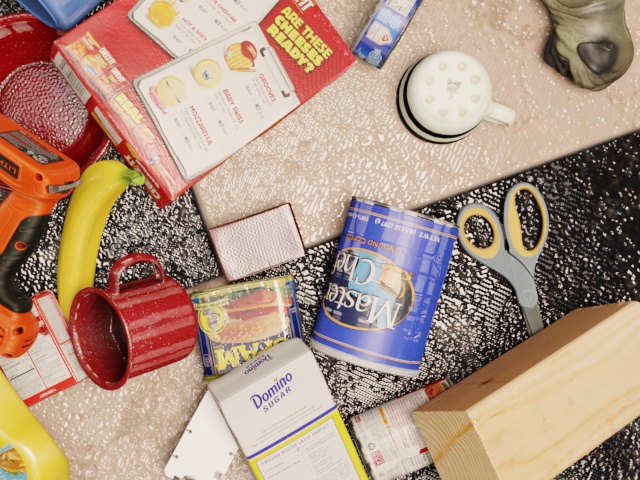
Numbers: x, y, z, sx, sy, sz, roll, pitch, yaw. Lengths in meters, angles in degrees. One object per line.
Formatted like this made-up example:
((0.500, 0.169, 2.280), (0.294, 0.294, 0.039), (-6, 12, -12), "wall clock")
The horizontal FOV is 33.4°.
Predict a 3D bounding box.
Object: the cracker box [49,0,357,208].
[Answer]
((-0.102, -0.156, 0.934), (0.213, 0.072, 0.164), (-39, 98, -18), "cracker box")

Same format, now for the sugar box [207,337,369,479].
((-0.023, 0.180, 0.950), (0.093, 0.048, 0.176), (-28, 114, -13), "sugar box")

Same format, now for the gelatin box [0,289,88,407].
((-0.260, 0.099, 0.977), (0.073, 0.030, 0.089), (-27, 91, 25), "gelatin box")

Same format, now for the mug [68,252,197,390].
((-0.164, 0.066, 0.947), (0.093, 0.081, 0.117), (18, 113, 41), "mug")

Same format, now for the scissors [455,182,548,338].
((0.175, 0.046, 1.003), (0.096, 0.016, 0.202), (1, 91, 1), "scissors")

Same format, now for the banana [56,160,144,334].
((-0.208, -0.003, 0.955), (0.037, 0.070, 0.198), (4, 131, -30), "banana")

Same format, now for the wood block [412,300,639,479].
((0.196, 0.139, 0.927), (0.205, 0.091, 0.090), (-27, 93, -27), "wood block")

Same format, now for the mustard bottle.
((-0.281, 0.185, 0.964), (0.191, 0.058, 0.096), (53, 133, -2), "mustard bottle")

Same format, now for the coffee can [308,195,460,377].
((0.057, 0.041, 0.957), (0.103, 0.103, 0.140), (16, 91, -2), "coffee can")

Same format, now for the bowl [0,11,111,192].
((-0.259, -0.122, 0.971), (0.162, 0.055, 0.162), (0, 91, -1), "bowl")

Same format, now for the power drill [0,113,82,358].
((-0.300, -0.014, 0.924), (0.184, 0.057, 0.188), (31, 112, 10), "power drill")

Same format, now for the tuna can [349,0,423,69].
((0.062, -0.198, 0.959), (0.033, 0.086, 0.086), (31, 91, -3), "tuna can")

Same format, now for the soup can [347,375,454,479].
((0.084, 0.175, 0.978), (0.102, 0.068, 0.068), (-23, 92, 0), "soup can")

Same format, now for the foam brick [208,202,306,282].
((-0.056, 0.001, 0.980), (0.078, 0.051, 0.053), (-18, 93, 0), "foam brick")

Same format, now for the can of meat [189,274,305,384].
((-0.065, 0.080, 0.980), (0.102, 0.057, 0.084), (-10, 89, -1), "can of meat")
